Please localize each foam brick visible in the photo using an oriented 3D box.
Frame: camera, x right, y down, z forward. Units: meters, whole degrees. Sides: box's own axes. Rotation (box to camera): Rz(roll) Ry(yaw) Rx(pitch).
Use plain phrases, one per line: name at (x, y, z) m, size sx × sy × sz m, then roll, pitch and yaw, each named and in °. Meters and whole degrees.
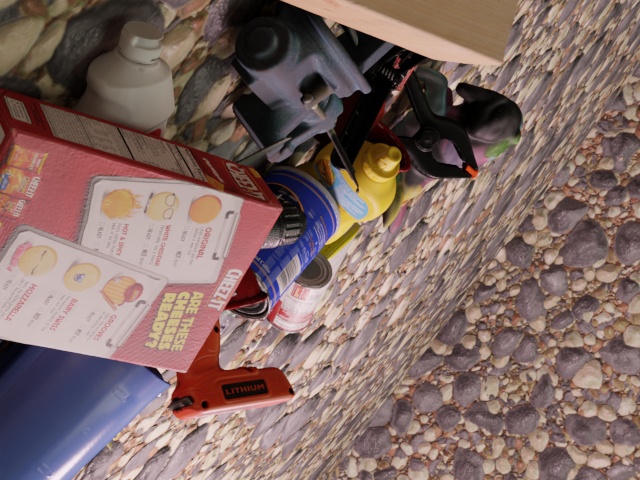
foam brick at (0.030, -0.142, 1.210) m, size 0.078 × 0.051 × 0.053 m, roll -47°, pitch 165°, yaw -16°

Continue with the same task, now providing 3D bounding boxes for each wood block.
wood block at (0.053, -0.210, 0.837) m, size 0.205 × 0.090 × 0.091 m, roll 12°, pitch 94°, yaw -37°

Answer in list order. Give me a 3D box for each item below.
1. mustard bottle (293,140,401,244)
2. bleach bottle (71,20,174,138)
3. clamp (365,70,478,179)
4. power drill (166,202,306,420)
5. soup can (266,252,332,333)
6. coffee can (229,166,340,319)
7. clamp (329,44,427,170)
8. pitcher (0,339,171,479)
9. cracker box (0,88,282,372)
mustard bottle at (0.029, -0.063, 1.179) m, size 0.058 × 0.096 × 0.192 m, roll -41°, pitch -174°, yaw -33°
bleach bottle at (-0.174, -0.051, 0.821) m, size 0.102 × 0.068 × 0.251 m, roll -19°, pitch 142°, yaw -48°
clamp at (0.132, -0.140, 1.338) m, size 0.120 × 0.171 × 0.039 m, roll -61°, pitch -165°, yaw 16°
power drill at (-0.080, 0.056, 0.941) m, size 0.184 × 0.187 × 0.057 m, roll -7°, pitch 167°, yaw -29°
soup can at (-0.030, 0.066, 1.415) m, size 0.068 × 0.068 × 0.102 m, roll -38°, pitch 162°, yaw -41°
coffee can at (-0.058, 0.001, 1.157) m, size 0.140 × 0.103 × 0.103 m, roll -50°, pitch 166°, yaw -33°
clamp at (0.075, -0.183, 1.119) m, size 0.165 × 0.036 × 0.209 m, roll -51°, pitch -168°, yaw 37°
pitcher at (-0.266, 0.160, 0.941) m, size 0.242 × 0.149 × 0.145 m, roll -46°, pitch 179°, yaw -7°
cracker box at (-0.161, -0.001, 0.770) m, size 0.213 × 0.072 × 0.164 m, roll 15°, pitch 117°, yaw -36°
